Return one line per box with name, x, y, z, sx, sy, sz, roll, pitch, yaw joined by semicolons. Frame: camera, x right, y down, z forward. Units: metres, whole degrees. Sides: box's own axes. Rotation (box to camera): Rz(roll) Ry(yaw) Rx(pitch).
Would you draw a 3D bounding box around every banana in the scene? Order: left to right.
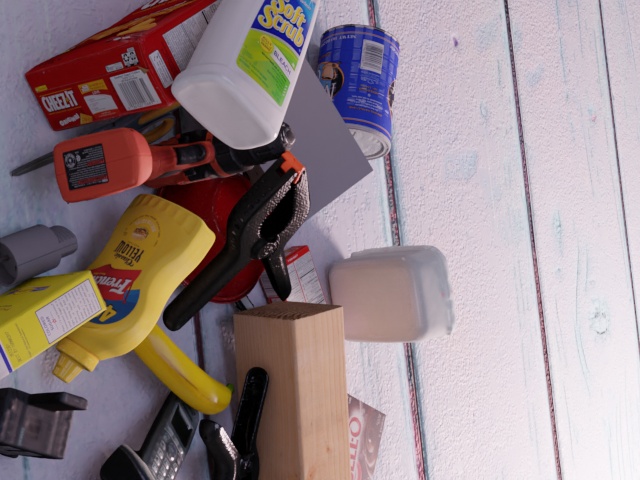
banana;-0.150;0.121;1.073;0.037;0.070;0.197;-41;122;1

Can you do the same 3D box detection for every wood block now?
wood block;-0.029;0.177;1.171;0.090;0.091;0.206;-11;100;-51

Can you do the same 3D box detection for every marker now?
marker;-0.085;0.074;1.195;0.121;0.020;0.020;59;44;-28

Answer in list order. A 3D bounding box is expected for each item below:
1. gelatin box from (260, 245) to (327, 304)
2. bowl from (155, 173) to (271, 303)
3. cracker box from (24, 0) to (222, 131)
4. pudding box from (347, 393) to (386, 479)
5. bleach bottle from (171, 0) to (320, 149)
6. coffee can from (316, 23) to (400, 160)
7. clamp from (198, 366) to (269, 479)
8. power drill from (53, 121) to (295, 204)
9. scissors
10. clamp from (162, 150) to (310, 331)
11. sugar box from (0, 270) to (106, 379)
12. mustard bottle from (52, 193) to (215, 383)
gelatin box;-0.032;0.059;1.256;0.073;0.030;0.089;-33;110;-50
bowl;-0.100;-0.016;1.141;0.161;0.055;0.162;23;57;-43
cracker box;-0.153;-0.191;1.033;0.213;0.164;0.072;-46;120;-43
pudding box;0.031;0.250;1.298;0.090;0.039;0.113;36;58;-43
bleach bottle;-0.051;-0.210;0.981;0.102;0.068;0.250;43;51;-38
coffee can;0.042;-0.182;1.328;0.102;0.103;0.140;26;64;-47
clamp;-0.093;0.226;1.101;0.120;0.039;0.171;-24;122;-57
power drill;-0.140;-0.078;1.002;0.187;0.185;0.057;-11;90;-58
scissors;-0.211;-0.096;1.053;0.201;0.096;0.016;-34;77;-20
clamp;-0.057;0.001;1.067;0.164;0.210;0.036;-7;46;-49
sugar box;-0.275;0.083;0.894;0.175;0.094;0.048;-35;110;-49
mustard bottle;-0.187;0.050;0.999;0.191;0.096;0.058;-57;145;-16
